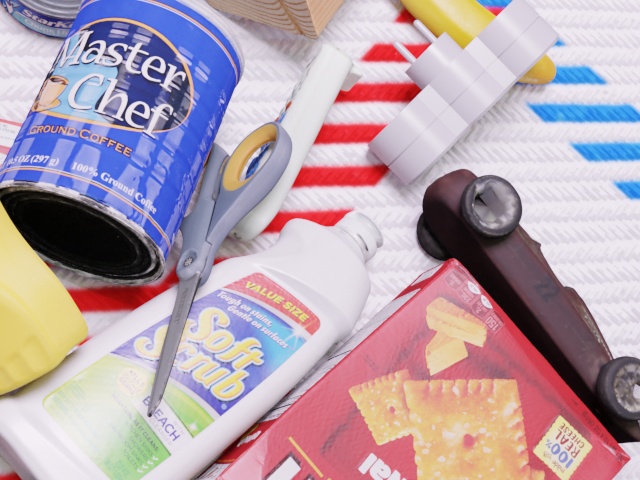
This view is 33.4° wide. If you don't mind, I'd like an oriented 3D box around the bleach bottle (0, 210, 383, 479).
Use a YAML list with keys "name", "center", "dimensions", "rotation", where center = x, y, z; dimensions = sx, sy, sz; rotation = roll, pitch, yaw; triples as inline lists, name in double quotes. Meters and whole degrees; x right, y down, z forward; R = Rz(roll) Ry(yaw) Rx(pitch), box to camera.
- name: "bleach bottle"
  center: [-0.063, 0.059, 0.615]
  dimensions: [0.250, 0.068, 0.102]
  rotation: [-40, 86, -26]

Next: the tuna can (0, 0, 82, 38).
- name: "tuna can"
  center: [-0.160, -0.170, 0.660]
  dimensions: [0.086, 0.034, 0.086]
  rotation: [5, 74, -17]

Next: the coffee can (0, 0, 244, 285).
- name: "coffee can"
  center: [-0.112, -0.060, 0.600]
  dimensions: [0.102, 0.103, 0.140]
  rotation: [24, 63, -10]

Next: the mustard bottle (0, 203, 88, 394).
- name: "mustard bottle"
  center: [-0.204, -0.010, 0.541]
  dimensions: [0.191, 0.096, 0.058]
  rotation: [60, 35, -14]

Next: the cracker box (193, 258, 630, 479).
- name: "cracker box"
  center: [0.051, 0.138, 0.623]
  dimensions: [0.213, 0.072, 0.164]
  rotation: [-40, 89, -22]

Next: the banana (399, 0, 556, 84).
- name: "banana"
  center: [0.085, -0.178, 0.738]
  dimensions: [0.069, 0.037, 0.198]
  rotation: [-36, 88, -21]

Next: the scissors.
- name: "scissors"
  center: [-0.054, 0.001, 0.585]
  dimensions: [0.016, 0.096, 0.202]
  rotation: [46, 23, -33]
